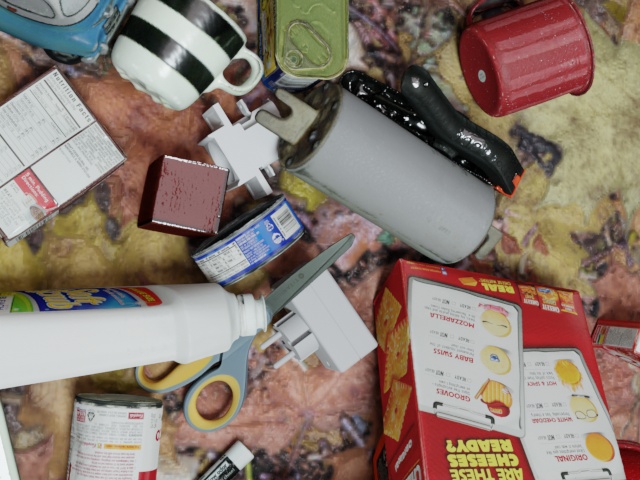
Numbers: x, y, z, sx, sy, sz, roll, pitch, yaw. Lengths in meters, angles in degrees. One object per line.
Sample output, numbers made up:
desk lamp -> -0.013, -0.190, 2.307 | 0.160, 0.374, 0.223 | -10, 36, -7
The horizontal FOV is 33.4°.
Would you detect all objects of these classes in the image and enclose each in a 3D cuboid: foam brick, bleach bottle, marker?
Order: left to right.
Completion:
bleach bottle -> -0.166, 0.064, 0.769 | 0.250, 0.103, 0.068 | -5, 101, -11
foam brick -> -0.105, -0.032, 0.812 | 0.053, 0.078, 0.051 | 11, 84, -17
marker -> -0.101, 0.205, 0.833 | 0.121, 0.020, 0.020 | -43, 99, -13

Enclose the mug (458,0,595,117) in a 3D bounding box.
mug -> 0.163, -0.161, 0.891 | 0.081, 0.093, 0.117 | -20, 62, -10

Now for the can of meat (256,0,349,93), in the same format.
can of meat -> -0.017, -0.170, 0.837 | 0.057, 0.084, 0.102 | 0, 88, -16

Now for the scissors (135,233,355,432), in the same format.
scissors -> -0.045, 0.079, 0.821 | 0.202, 0.016, 0.096 | -25, 98, 7

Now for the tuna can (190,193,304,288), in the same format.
tuna can -> -0.055, 0.001, 0.820 | 0.086, 0.086, 0.034 | -35, 99, -14

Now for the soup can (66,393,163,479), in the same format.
soup can -> -0.155, 0.168, 0.796 | 0.068, 0.069, 0.102 | 6, 86, -15

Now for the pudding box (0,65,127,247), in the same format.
pudding box -> -0.217, -0.063, 0.803 | 0.113, 0.039, 0.090 | -38, 96, -15

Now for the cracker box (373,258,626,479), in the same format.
cracker box -> 0.132, 0.126, 0.819 | 0.164, 0.072, 0.213 | 10, 48, -15

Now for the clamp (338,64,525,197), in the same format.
clamp -> 0.094, -0.091, 0.870 | 0.171, 0.120, 0.039 | 37, 86, -33
